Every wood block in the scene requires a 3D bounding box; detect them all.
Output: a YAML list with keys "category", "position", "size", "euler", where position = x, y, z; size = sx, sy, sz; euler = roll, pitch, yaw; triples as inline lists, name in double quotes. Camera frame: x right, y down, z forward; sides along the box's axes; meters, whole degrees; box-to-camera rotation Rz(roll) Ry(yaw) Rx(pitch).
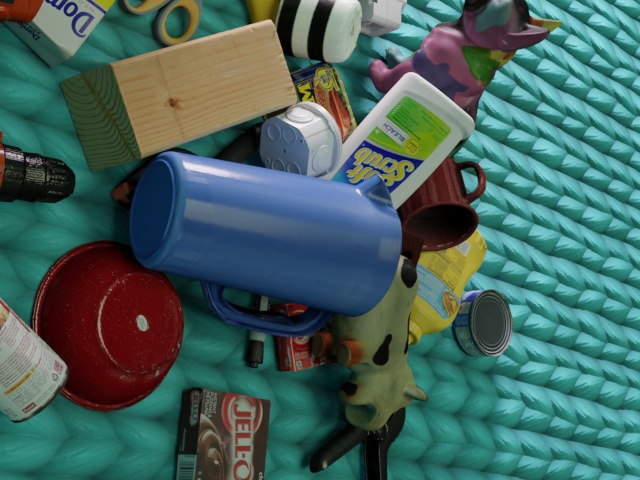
- category: "wood block"
  position: [-0.133, -0.144, 1.041]
  size: [0.205, 0.090, 0.091]
  euler: [-26, 103, -42]

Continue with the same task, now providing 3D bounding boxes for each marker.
- category: "marker"
  position: [-0.063, 0.074, 1.123]
  size: [0.020, 0.020, 0.121]
  euler: [19, 72, -40]

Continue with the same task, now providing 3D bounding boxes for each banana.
- category: "banana"
  position: [-0.091, -0.293, 1.137]
  size: [0.069, 0.037, 0.197]
  euler: [-48, 116, -38]

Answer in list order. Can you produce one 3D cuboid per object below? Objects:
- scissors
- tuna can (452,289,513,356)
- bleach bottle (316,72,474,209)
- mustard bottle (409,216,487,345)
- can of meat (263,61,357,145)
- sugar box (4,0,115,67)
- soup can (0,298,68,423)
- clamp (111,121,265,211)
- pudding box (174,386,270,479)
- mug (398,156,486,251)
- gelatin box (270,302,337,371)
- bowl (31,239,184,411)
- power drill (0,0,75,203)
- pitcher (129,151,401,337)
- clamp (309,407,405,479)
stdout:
- category: "scissors"
  position: [-0.114, -0.271, 1.092]
  size: [0.201, 0.016, 0.096]
  euler: [-35, 118, -23]
- category: "tuna can"
  position: [0.207, 0.106, 1.362]
  size: [0.085, 0.034, 0.086]
  euler: [7, 79, -42]
- category: "bleach bottle"
  position: [0.053, -0.059, 1.168]
  size: [0.102, 0.068, 0.251]
  euler: [39, 84, 0]
- category: "mustard bottle"
  position: [0.128, 0.054, 1.277]
  size: [0.096, 0.058, 0.191]
  euler: [42, 57, -19]
- category: "can of meat"
  position: [-0.013, -0.141, 1.176]
  size: [0.083, 0.058, 0.102]
  euler: [-29, 104, -45]
- category: "sugar box"
  position: [-0.228, -0.257, 0.997]
  size: [0.093, 0.048, 0.176]
  euler: [44, 55, -28]
- category: "soup can"
  position: [-0.269, 0.095, 0.895]
  size: [0.102, 0.069, 0.068]
  euler: [52, 53, -26]
- category: "clamp"
  position: [-0.113, -0.056, 1.082]
  size: [0.209, 0.036, 0.164]
  euler: [8, 69, -39]
- category: "pudding box"
  position: [-0.097, 0.207, 1.059]
  size: [0.089, 0.039, 0.113]
  euler: [17, 73, -41]
- category: "mug"
  position: [0.139, -0.052, 1.237]
  size: [0.093, 0.117, 0.081]
  euler: [30, 39, -40]
- category: "gelatin box"
  position: [-0.010, 0.101, 1.162]
  size: [0.089, 0.030, 0.073]
  euler: [-5, 88, -44]
- category: "bowl"
  position: [-0.182, 0.077, 0.988]
  size: [0.161, 0.055, 0.162]
  euler: [7, 80, -43]
- category: "power drill"
  position: [-0.282, -0.127, 0.896]
  size: [0.184, 0.057, 0.187]
  euler: [8, 91, -39]
- category: "pitcher"
  position: [-0.057, 0.001, 1.018]
  size: [0.242, 0.145, 0.149]
  euler: [12, 70, -33]
- category: "clamp"
  position: [0.048, 0.213, 1.195]
  size: [0.120, 0.039, 0.171]
  euler: [39, 53, -38]
